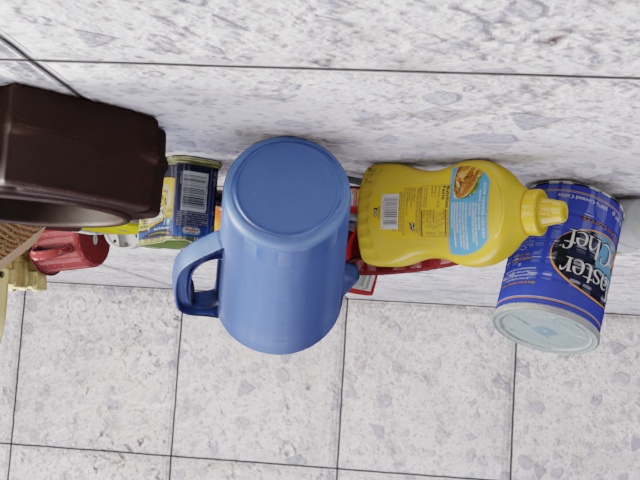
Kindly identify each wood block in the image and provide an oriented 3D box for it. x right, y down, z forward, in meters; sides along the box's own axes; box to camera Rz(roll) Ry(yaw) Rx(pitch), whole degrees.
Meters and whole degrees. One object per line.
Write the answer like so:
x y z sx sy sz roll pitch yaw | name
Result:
-0.384 -0.015 1.230 0.090 0.090 0.206 -41 -172 -16 | wood block

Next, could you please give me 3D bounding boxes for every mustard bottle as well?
0.128 -0.024 0.965 0.192 0.096 0.058 -1 172 32 | mustard bottle

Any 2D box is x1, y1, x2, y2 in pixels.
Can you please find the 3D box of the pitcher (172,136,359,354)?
-0.046 0.009 0.987 0.145 0.149 0.243 32 157 11 | pitcher

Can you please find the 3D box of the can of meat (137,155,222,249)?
-0.144 -0.035 1.073 0.057 0.084 0.102 8 172 -32 | can of meat

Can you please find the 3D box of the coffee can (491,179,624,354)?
0.232 0.027 1.037 0.103 0.140 0.103 15 157 7 | coffee can

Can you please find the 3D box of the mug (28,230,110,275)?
-0.352 0.003 1.476 0.082 0.093 0.117 -6 -168 23 | mug

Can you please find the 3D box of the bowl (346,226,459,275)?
0.095 -0.002 1.147 0.162 0.055 0.162 -5 171 -1 | bowl
